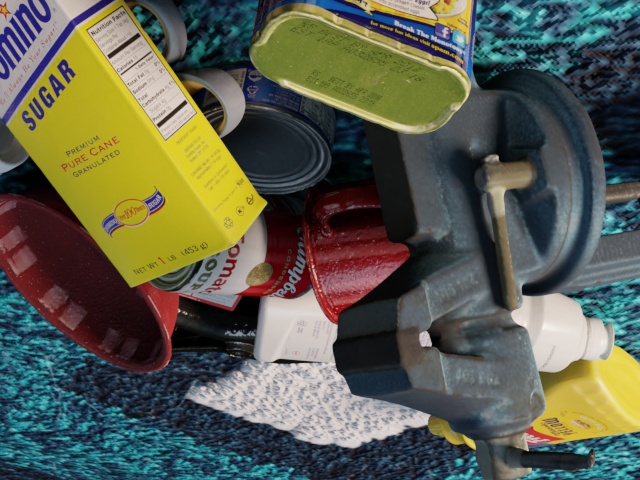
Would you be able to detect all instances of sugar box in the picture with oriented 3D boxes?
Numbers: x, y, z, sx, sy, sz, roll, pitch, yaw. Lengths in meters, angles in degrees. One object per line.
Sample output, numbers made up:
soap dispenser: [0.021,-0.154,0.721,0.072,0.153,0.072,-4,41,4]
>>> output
sugar box: [-0.115,-0.064,0.556,0.094,0.048,0.176,-22,113,41]

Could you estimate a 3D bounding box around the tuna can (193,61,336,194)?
tuna can: [-0.034,-0.064,0.615,0.086,0.033,0.086,7,150,4]

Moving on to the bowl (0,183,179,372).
bowl: [-0.151,0.015,0.725,0.162,0.055,0.162,26,146,19]

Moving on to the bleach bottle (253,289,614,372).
bleach bottle: [0.081,0.059,0.767,0.250,0.068,0.103,8,150,-3]

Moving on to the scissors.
scissors: [-0.120,-0.089,0.605,0.202,0.016,0.096,4,124,44]

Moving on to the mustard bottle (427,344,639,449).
mustard bottle: [0.168,0.135,0.874,0.192,0.058,0.096,-20,138,40]

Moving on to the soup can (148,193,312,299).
soup can: [-0.054,0.001,0.664,0.102,0.068,0.069,6,159,-45]

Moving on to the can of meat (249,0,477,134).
can of meat: [0.022,-0.106,0.482,0.102,0.084,0.058,18,148,-16]

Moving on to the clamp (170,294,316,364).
clamp: [-0.068,0.069,0.839,0.171,0.039,0.120,3,164,-1]

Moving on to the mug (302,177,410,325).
mug: [0.039,-0.004,0.642,0.082,0.093,0.117,-9,152,19]
